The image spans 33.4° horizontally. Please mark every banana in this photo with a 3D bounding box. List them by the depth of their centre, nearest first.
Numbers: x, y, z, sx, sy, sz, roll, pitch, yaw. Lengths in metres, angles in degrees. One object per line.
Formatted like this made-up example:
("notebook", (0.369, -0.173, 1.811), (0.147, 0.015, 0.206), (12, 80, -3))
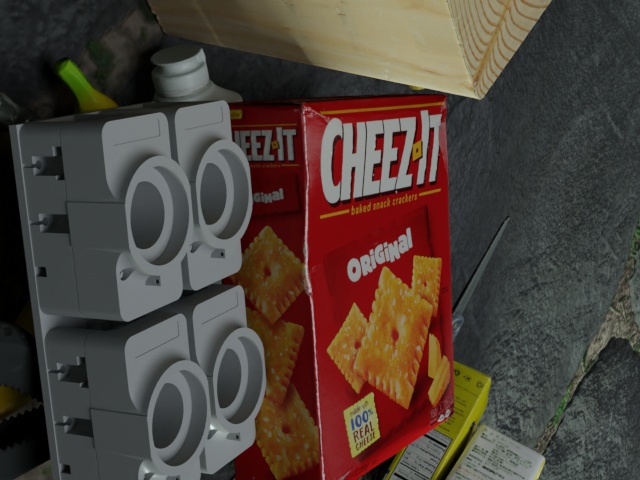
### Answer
("banana", (-0.136, 0.006, 0.567), (0.069, 0.037, 0.198), (13, 93, -35))

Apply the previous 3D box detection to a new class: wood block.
("wood block", (0.003, -0.148, 0.532), (0.090, 0.206, 0.090), (-54, 141, -24))

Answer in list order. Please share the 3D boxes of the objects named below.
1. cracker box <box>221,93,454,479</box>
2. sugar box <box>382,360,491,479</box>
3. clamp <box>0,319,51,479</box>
("cracker box", (0.016, 0.022, 0.632), (0.163, 0.072, 0.214), (-15, 105, -55))
("sugar box", (0.088, 0.195, 0.916), (0.176, 0.048, 0.093), (-61, 163, -18))
("clamp", (-0.197, 0.087, 0.491), (0.209, 0.036, 0.164), (19, 100, -46))
